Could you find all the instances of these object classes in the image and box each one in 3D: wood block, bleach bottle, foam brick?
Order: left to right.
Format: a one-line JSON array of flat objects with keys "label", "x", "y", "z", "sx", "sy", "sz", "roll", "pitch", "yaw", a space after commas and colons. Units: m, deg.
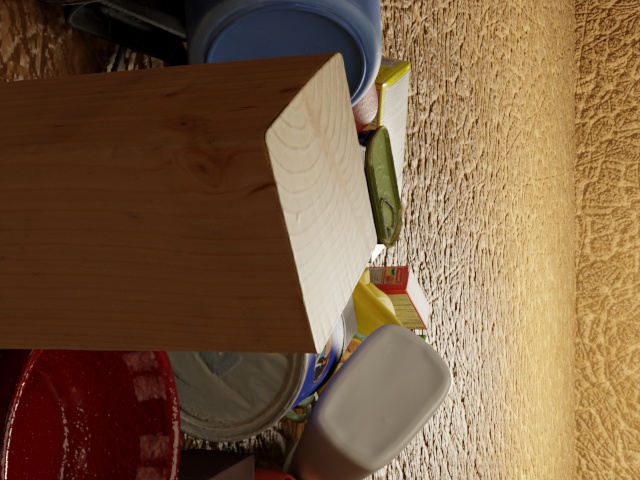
[{"label": "wood block", "x": -0.093, "y": -0.015, "z": 0.439, "sx": 0.090, "sy": 0.206, "sz": 0.091, "roll": -57, "pitch": 140, "yaw": -56}, {"label": "foam brick", "x": -0.079, "y": 0.169, "z": 0.684, "sx": 0.078, "sy": 0.051, "sz": 0.053, "roll": -8, "pitch": 97, "yaw": -69}, {"label": "bleach bottle", "x": 0.021, "y": 0.147, "z": 0.811, "sx": 0.102, "sy": 0.068, "sz": 0.251, "roll": -46, "pitch": 172, "yaw": -22}]

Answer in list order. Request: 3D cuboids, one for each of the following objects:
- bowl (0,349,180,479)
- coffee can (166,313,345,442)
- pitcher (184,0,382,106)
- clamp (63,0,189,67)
[{"label": "bowl", "x": -0.132, "y": 0.108, "z": 0.541, "sx": 0.162, "sy": 0.055, "sz": 0.162, "roll": -1, "pitch": 90, "yaw": -69}, {"label": "coffee can", "x": -0.045, "y": 0.064, "z": 0.678, "sx": 0.140, "sy": 0.103, "sz": 0.103, "roll": -1, "pitch": 90, "yaw": -79}, {"label": "pitcher", "x": -0.031, "y": -0.194, "z": 0.649, "sx": 0.145, "sy": 0.149, "sz": 0.243, "roll": 119, "pitch": -25, "yaw": -47}, {"label": "clamp", "x": -0.082, "y": -0.120, "z": 0.670, "sx": 0.164, "sy": 0.036, "sz": 0.210, "roll": 48, "pitch": 23, "yaw": -26}]
